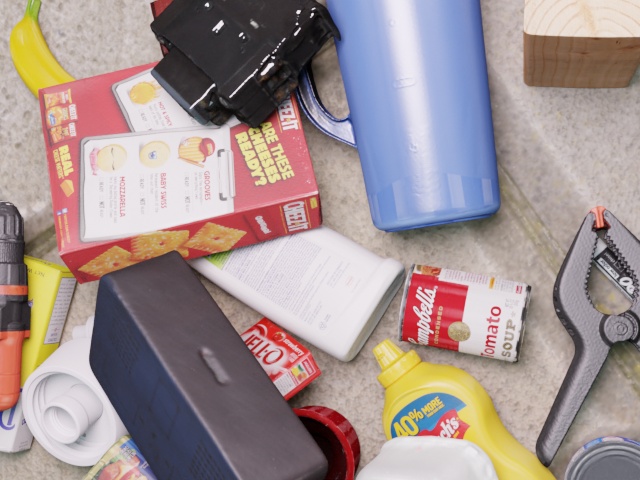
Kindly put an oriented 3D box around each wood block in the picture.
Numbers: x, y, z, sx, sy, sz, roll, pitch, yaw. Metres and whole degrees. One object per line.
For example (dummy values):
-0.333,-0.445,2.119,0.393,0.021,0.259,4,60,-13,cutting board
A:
0.202,-0.179,0.820,0.090,0.206,0.091,3,89,11,wood block

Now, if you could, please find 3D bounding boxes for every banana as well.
-0.225,-0.144,0.989,0.198,0.037,0.070,42,96,9,banana

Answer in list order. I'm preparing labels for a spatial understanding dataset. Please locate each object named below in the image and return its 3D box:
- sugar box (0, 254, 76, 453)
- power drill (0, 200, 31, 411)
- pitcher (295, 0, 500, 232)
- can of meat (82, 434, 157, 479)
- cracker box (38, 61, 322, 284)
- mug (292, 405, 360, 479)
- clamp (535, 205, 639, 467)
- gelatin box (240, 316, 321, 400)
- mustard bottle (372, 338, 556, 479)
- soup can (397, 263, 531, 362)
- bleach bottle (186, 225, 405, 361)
-0.295,0.100,0.990,0.093,0.048,0.176,15,89,14,sugar box
-0.347,0.056,0.955,0.188,0.057,0.184,1,86,21,power drill
0.069,-0.131,0.890,0.144,0.149,0.243,-8,90,-31,pitcher
-0.165,0.229,0.916,0.084,0.057,0.102,41,94,11,can of meat
-0.119,-0.069,0.905,0.213,0.072,0.164,-13,65,-2,cracker box
-0.020,0.179,0.916,0.117,0.081,0.093,36,95,10,mug
0.253,0.076,0.865,0.164,0.036,0.210,-3,83,7,clamp
-0.052,0.109,0.913,0.073,0.089,0.030,-36,121,-14,gelatin box
0.109,0.164,0.900,0.096,0.058,0.192,-42,80,29,mustard bottle
0.121,0.061,0.898,0.102,0.068,0.068,10,90,11,soup can
-0.056,0.001,0.940,0.251,0.068,0.102,32,87,14,bleach bottle
